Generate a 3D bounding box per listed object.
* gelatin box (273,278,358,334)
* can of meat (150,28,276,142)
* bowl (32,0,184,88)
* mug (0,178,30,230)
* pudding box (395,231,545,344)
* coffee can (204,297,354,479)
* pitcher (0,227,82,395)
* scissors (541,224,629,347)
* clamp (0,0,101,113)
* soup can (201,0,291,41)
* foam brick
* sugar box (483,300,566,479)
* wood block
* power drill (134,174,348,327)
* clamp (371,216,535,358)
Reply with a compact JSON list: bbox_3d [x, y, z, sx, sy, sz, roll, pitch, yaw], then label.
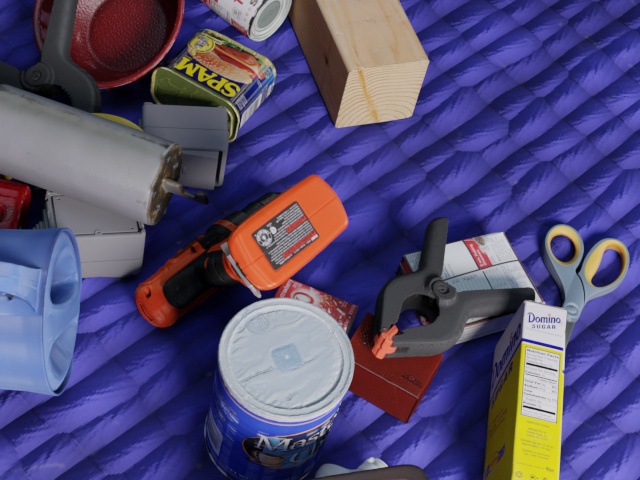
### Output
[{"bbox_3d":[-0.013,0.075,0.936,0.073,0.030,0.089,21,29,5],"label":"gelatin box"},{"bbox_3d":[-0.107,-0.160,1.086,0.102,0.057,0.083,29,52,9],"label":"can of meat"},{"bbox_3d":[-0.207,-0.223,1.086,0.162,0.055,0.162,-2,79,12],"label":"bowl"},{"bbox_3d":[-0.298,-0.021,0.917,0.081,0.117,0.093,12,69,-9],"label":"mug"},{"bbox_3d":[0.140,0.045,1.002,0.113,0.039,0.090,-14,60,-18],"label":"pudding box"},{"bbox_3d":[-0.036,0.125,0.847,0.102,0.140,0.103,5,55,-8],"label":"coffee can"},{"bbox_3d":[-0.317,0.047,0.836,0.243,0.149,0.145,2,29,-1],"label":"pitcher"},{"bbox_3d":[0.227,0.054,1.027,0.096,0.016,0.201,37,57,17],"label":"scissors"},{"bbox_3d":[-0.266,-0.163,1.039,0.164,0.036,0.210,-35,77,-2],"label":"clamp"},{"bbox_3d":[-0.090,-0.271,1.159,0.102,0.069,0.068,40,58,16],"label":"soup can"},{"bbox_3d":[0.058,0.112,0.931,0.078,0.051,0.053,30,56,10],"label":"foam brick"},{"bbox_3d":[0.171,0.148,0.902,0.048,0.093,0.176,12,53,-3],"label":"sugar box"},{"bbox_3d":[0.030,-0.231,1.140,0.090,0.091,0.206,-11,59,-17],"label":"wood block"},{"bbox_3d":[-0.056,0.001,0.909,0.184,0.188,0.057,-41,100,-30],"label":"power drill"},{"bbox_3d":[0.098,0.043,0.940,0.171,0.039,0.120,-23,55,-37],"label":"clamp"}]
